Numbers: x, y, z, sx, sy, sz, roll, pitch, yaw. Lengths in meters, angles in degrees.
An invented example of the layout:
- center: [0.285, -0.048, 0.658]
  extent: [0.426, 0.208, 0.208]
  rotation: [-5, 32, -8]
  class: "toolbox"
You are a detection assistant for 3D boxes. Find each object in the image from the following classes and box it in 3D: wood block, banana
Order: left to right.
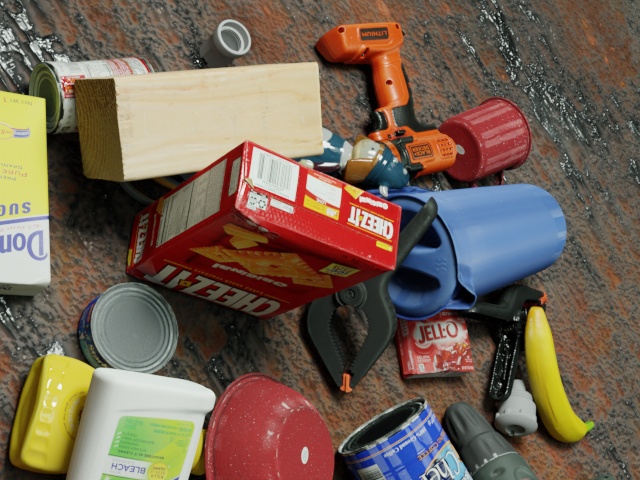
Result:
- center: [-0.109, -0.112, 0.978]
  extent: [0.205, 0.091, 0.090]
  rotation: [-11, 101, -34]
  class: "wood block"
- center: [0.268, 0.170, 1.235]
  extent: [0.197, 0.037, 0.069]
  rotation: [63, 34, -28]
  class: "banana"

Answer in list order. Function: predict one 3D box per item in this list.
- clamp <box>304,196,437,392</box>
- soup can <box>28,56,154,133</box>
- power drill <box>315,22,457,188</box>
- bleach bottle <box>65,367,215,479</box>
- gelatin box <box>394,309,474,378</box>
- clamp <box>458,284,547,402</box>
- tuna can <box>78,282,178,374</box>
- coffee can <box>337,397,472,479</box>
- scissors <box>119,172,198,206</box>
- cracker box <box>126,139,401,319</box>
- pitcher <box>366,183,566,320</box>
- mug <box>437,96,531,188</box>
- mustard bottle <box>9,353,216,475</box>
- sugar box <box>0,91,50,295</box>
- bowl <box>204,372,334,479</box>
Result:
- center: [0.042, 0.047, 1.081]
  extent: [0.036, 0.165, 0.210]
  rotation: [-20, 106, -77]
  class: "clamp"
- center: [-0.213, -0.137, 1.002]
  extent: [0.102, 0.069, 0.068]
  rotation: [-10, 79, -38]
  class: "soup can"
- center: [0.059, -0.152, 1.220]
  extent: [0.184, 0.057, 0.188]
  rotation: [-12, 82, -39]
  class: "power drill"
- center: [-0.161, 0.234, 0.858]
  extent: [0.102, 0.068, 0.251]
  rotation: [13, 88, -29]
  class: "bleach bottle"
- center: [0.124, 0.113, 1.178]
  extent: [0.089, 0.030, 0.073]
  rotation: [3, 70, -36]
  class: "gelatin box"
- center: [0.221, 0.110, 1.236]
  extent: [0.171, 0.039, 0.120]
  rotation: [-19, 100, -49]
  class: "clamp"
- center: [-0.174, 0.083, 0.966]
  extent: [0.086, 0.034, 0.086]
  rotation: [14, 65, -32]
  class: "tuna can"
- center: [0.096, 0.243, 1.060]
  extent: [0.102, 0.103, 0.140]
  rotation: [-32, 93, -40]
  class: "coffee can"
- center: [-0.110, -0.049, 1.078]
  extent: [0.201, 0.016, 0.096]
  rotation: [21, 61, -29]
  class: "scissors"
- center: [-0.056, 0.001, 0.969]
  extent: [0.164, 0.214, 0.072]
  rotation: [21, 63, -28]
  class: "cracker box"
- center: [0.161, -0.005, 1.194]
  extent: [0.242, 0.145, 0.149]
  rotation: [-12, 87, -45]
  class: "pitcher"
- center: [0.194, -0.107, 1.286]
  extent: [0.081, 0.093, 0.117]
  rotation: [-23, 113, -35]
  class: "mug"
- center: [-0.165, 0.168, 0.925]
  extent: [0.191, 0.058, 0.096]
  rotation: [21, 65, -29]
  class: "mustard bottle"
- center: [-0.286, -0.043, 0.926]
  extent: [0.093, 0.048, 0.176]
  rotation: [5, 69, -35]
  class: "sugar box"
- center: [-0.035, 0.200, 0.977]
  extent: [0.161, 0.055, 0.162]
  rotation: [22, 63, -52]
  class: "bowl"
